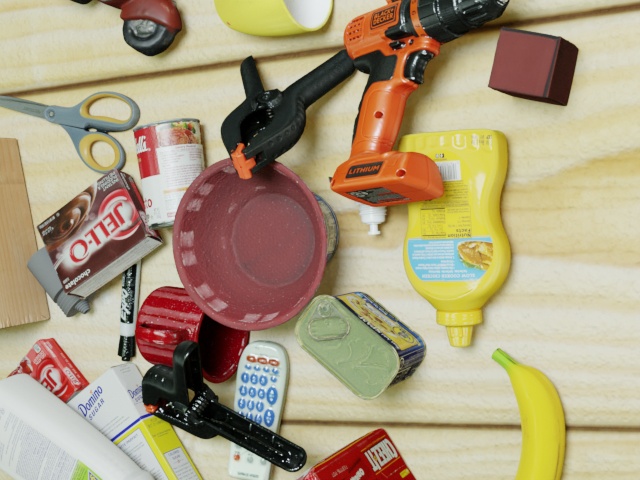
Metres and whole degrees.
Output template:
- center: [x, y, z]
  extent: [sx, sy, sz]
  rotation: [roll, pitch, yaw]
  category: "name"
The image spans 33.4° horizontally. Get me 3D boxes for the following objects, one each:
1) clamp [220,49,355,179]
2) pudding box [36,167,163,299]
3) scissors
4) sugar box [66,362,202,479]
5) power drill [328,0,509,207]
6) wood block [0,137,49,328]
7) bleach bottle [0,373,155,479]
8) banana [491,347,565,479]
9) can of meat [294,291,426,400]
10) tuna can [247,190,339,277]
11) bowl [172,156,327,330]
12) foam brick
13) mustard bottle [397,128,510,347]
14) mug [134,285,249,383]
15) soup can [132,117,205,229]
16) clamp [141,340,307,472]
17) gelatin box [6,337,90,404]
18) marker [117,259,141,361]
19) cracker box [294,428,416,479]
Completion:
- center: [-0.051, -0.124, 0.987]
  extent: [0.120, 0.171, 0.039]
  rotation: [3, 132, 35]
  category: "clamp"
- center: [-0.229, -0.006, 1.107]
  extent: [0.113, 0.039, 0.090]
  rotation: [-36, 64, 14]
  category: "pudding box"
- center: [-0.281, -0.118, 1.156]
  extent: [0.202, 0.016, 0.096]
  rotation: [-1, 93, 25]
  category: "scissors"
- center: [-0.192, 0.225, 1.119]
  extent: [0.093, 0.048, 0.176]
  rotation: [-38, 74, 25]
  category: "sugar box"
- center: [0.079, -0.127, 0.909]
  extent: [0.185, 0.057, 0.187]
  rotation: [-9, 66, 53]
  category: "power drill"
- center: [-0.374, -0.003, 1.165]
  extent: [0.090, 0.090, 0.206]
  rotation: [-12, 88, 24]
  category: "wood block"
- center: [-0.244, 0.241, 1.087]
  extent: [0.251, 0.067, 0.103]
  rotation: [31, 116, 23]
  category: "bleach bottle"
- center: [0.182, 0.197, 0.948]
  extent: [0.070, 0.037, 0.198]
  rotation: [7, 95, 42]
  category: "banana"
- center: [0.039, 0.092, 0.980]
  extent: [0.102, 0.083, 0.057]
  rotation: [39, 108, 18]
  category: "can of meat"
- center: [-0.027, -0.007, 1.033]
  extent: [0.086, 0.033, 0.086]
  rotation: [2, 94, 25]
  category: "tuna can"
- center: [-0.057, 0.001, 0.996]
  extent: [0.162, 0.055, 0.162]
  rotation: [1, 94, 25]
  category: "bowl"
- center: [0.181, -0.147, 0.903]
  extent: [0.051, 0.078, 0.053]
  rotation: [14, 97, 24]
  category: "foam brick"
- center: [0.120, -0.001, 0.950]
  extent: [0.096, 0.058, 0.191]
  rotation: [-2, 92, 27]
  category: "mustard bottle"
- center: [-0.134, 0.090, 1.047]
  extent: [0.082, 0.117, 0.093]
  rotation: [7, 96, 29]
  category: "mug"
- center: [-0.146, -0.066, 1.067]
  extent: [0.069, 0.068, 0.102]
  rotation: [-9, 89, 25]
  category: "soup can"
- center: [-0.109, 0.162, 1.015]
  extent: [0.164, 0.036, 0.210]
  rotation: [46, 153, -13]
  category: "clamp"
- center: [-0.306, 0.162, 1.176]
  extent: [0.089, 0.030, 0.073]
  rotation: [-46, 74, 20]
  category: "gelatin box"
- center: [-0.202, 0.068, 1.128]
  extent: [0.020, 0.020, 0.121]
  rotation: [7, 96, 25]
  category: "marker"
- center: [-0.036, 0.265, 0.982]
  extent: [0.214, 0.164, 0.072]
  rotation: [-37, 80, 23]
  category: "cracker box"
